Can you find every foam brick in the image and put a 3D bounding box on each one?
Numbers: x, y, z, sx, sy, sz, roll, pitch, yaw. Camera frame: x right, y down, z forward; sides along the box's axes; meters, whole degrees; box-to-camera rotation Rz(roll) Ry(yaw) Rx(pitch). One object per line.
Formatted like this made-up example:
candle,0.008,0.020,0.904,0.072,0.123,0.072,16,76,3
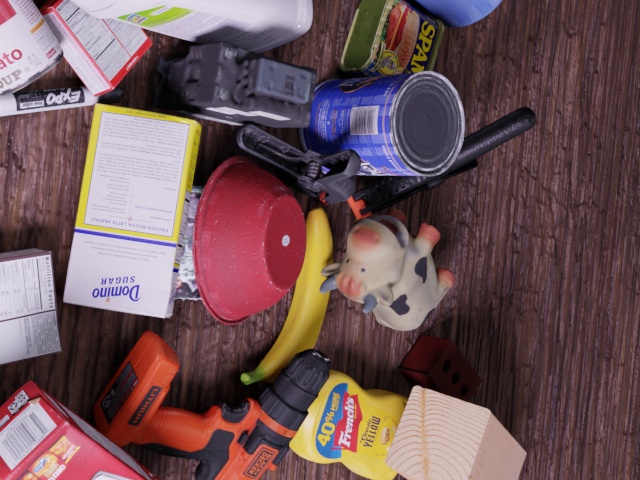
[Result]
foam brick,0.137,0.154,1.222,0.053,0.051,0.078,-53,123,-24

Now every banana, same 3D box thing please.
banana,-0.020,0.066,1.088,0.069,0.037,0.197,47,58,-55

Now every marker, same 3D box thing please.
marker,-0.225,-0.123,0.924,0.120,0.020,0.020,-13,101,-38

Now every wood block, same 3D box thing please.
wood block,0.153,0.238,1.166,0.091,0.090,0.206,-67,152,-13

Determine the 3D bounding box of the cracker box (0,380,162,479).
cracker box,-0.221,0.229,0.860,0.164,0.072,0.213,-45,141,-9

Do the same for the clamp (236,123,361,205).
clamp,0.000,-0.067,1.042,0.039,0.120,0.171,-68,157,-5

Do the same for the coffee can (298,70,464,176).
coffee can,0.060,-0.116,1.081,0.102,0.141,0.103,-3,95,-40

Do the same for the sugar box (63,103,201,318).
sugar box,-0.164,-0.025,0.938,0.093,0.048,0.176,9,89,2

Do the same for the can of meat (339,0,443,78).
can of meat,0.076,-0.208,1.144,0.083,0.058,0.102,25,77,-35

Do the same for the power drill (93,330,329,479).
power drill,-0.099,0.154,0.990,0.187,0.057,0.184,31,97,-33

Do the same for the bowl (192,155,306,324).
bowl,-0.057,0.001,1.009,0.161,0.055,0.162,3,90,-65

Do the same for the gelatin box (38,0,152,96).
gelatin box,-0.196,-0.182,0.924,0.089,0.030,0.073,54,43,-27

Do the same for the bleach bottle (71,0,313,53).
bleach bottle,-0.121,-0.215,0.919,0.250,0.103,0.068,0,78,-53

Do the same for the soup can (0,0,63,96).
soup can,-0.262,-0.176,0.858,0.068,0.069,0.102,-46,120,-28

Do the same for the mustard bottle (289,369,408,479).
mustard bottle,0.015,0.187,1.119,0.191,0.058,0.096,26,79,-37

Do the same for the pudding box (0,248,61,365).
pudding box,-0.275,0.059,0.884,0.113,0.039,0.090,-10,99,-41

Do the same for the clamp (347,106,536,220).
clamp,0.126,-0.080,1.148,0.209,0.165,0.036,-25,84,-27
